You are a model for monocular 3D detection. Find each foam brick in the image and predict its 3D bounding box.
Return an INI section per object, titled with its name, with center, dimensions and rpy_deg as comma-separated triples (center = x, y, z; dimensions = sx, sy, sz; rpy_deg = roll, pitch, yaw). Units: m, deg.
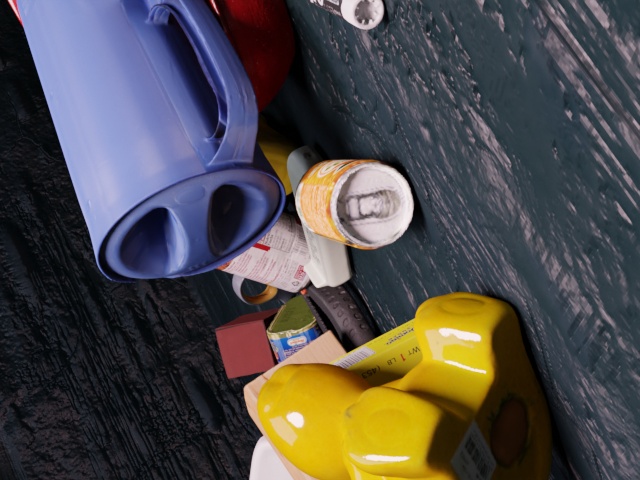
[foam brick]
center = -0.062, 0.101, 1.062
dimensions = 0.078, 0.053, 0.051
rpy_deg = -20, -82, -72

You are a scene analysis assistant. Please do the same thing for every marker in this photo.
[marker]
center = 0.004, -0.139, 0.599
dimensions = 0.121, 0.020, 0.020
rpy_deg = 46, 159, 60

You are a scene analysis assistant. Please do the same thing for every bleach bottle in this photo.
[bleach bottle]
center = -0.016, 0.178, 1.108
dimensions = 0.250, 0.068, 0.103
rpy_deg = -71, -9, -63

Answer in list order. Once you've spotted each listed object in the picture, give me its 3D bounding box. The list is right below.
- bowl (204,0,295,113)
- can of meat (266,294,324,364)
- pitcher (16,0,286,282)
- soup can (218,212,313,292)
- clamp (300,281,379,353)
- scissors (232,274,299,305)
[bowl]
center = -0.062, -0.162, 0.767
dimensions = 0.162, 0.055, 0.162
rpy_deg = 61, 169, 20
[can of meat]
center = -0.007, 0.105, 1.044
dimensions = 0.102, 0.057, 0.084
rpy_deg = -60, -47, -66
[pitcher]
center = -0.124, -0.105, 0.746
dimensions = 0.243, 0.149, 0.145
rpy_deg = 64, -175, 24
[soup can]
center = -0.056, 0.001, 0.949
dimensions = 0.069, 0.102, 0.068
rpy_deg = -46, 34, 44
[clamp]
center = 0.041, 0.109, 0.945
dimensions = 0.210, 0.036, 0.164
rpy_deg = 52, 164, 37
[scissors]
center = -0.026, 0.041, 1.125
dimensions = 0.016, 0.096, 0.201
rpy_deg = 34, -174, 29
